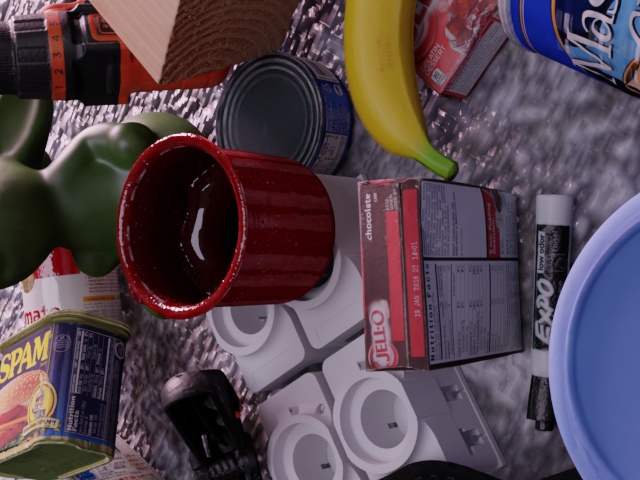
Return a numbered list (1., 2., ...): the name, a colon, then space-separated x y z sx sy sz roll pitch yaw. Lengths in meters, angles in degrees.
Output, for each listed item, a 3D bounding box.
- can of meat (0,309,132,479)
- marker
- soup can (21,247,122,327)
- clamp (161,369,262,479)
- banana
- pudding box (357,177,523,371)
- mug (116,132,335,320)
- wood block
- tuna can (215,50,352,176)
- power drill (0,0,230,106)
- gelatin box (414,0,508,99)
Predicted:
1. can of meat: -0.166 0.100 0.671 0.102 0.057 0.084 -27 52 43
2. marker: 0.117 0.037 0.546 0.020 0.020 0.121 3 91 39
3. soup can: -0.177 0.026 0.754 0.069 0.068 0.102 -11 83 38
4. clamp: -0.055 0.118 0.587 0.210 0.036 0.164 -118 14 -72
5. banana: 0.046 -0.129 0.560 0.070 0.037 0.198 2 90 21
6. pudding box: 0.062 0.017 0.532 0.039 0.113 0.090 -3 87 35
7. mug: -0.054 0.001 0.566 0.117 0.081 0.093 -42 64 30
8. wood block: -0.104 -0.198 0.616 0.206 0.090 0.091 50 142 22
9. tuna can: -0.022 -0.071 0.652 0.086 0.033 0.086 -1 89 39
10. power drill: -0.160 -0.162 0.673 0.057 0.184 0.188 110 151 -51
11. gelatin box: 0.072 -0.133 0.580 0.073 0.030 0.089 48 117 29
